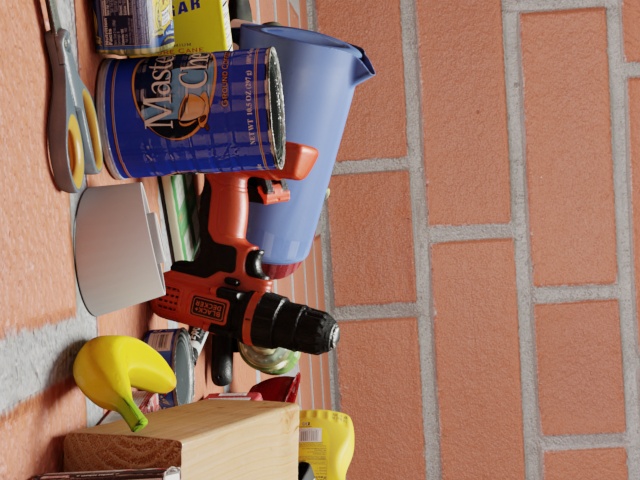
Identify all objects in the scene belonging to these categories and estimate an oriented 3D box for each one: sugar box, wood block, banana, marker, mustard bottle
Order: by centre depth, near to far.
[{"bbox_3d":[-0.145,0.099,0.783,0.069,0.037,0.198,56,1,-1],"label":"banana"},{"bbox_3d":[-0.095,0.174,0.788,0.205,0.090,0.091,4,86,-70],"label":"wood block"},{"bbox_3d":[-0.128,-0.187,0.967,0.048,0.093,0.176,-84,169,-64],"label":"sugar box"},{"bbox_3d":[-0.014,0.269,1.118,0.191,0.096,0.058,-87,171,-46],"label":"mustard bottle"},{"bbox_3d":[-0.133,0.107,1.144,0.121,0.020,0.020,-80,166,-71],"label":"marker"}]

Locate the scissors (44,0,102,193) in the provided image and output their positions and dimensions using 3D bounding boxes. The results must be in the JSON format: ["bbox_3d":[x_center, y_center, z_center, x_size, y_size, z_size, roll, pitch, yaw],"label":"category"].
[{"bbox_3d":[-0.181,-0.118,0.729,0.096,0.016,0.202,-88,173,-48],"label":"scissors"}]

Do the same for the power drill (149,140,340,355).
[{"bbox_3d":[-0.056,0.001,0.965,0.057,0.184,0.188,6,96,-73],"label":"power drill"}]

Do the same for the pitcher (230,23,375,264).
[{"bbox_3d":[-0.051,-0.106,1.135,0.149,0.144,0.243,38,-61,58],"label":"pitcher"}]

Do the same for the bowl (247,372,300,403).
[{"bbox_3d":[-0.076,0.238,1.367,0.162,0.055,0.162,19,89,-85],"label":"bowl"}]

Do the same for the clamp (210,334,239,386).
[{"bbox_3d":[-0.115,0.065,1.287,0.164,0.036,0.210,-87,175,-74],"label":"clamp"}]

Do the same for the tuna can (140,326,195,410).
[{"bbox_3d":[-0.139,0.122,0.970,0.086,0.034,0.086,-3,90,-86],"label":"tuna can"}]

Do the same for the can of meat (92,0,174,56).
[{"bbox_3d":[-0.154,-0.198,0.879,0.102,0.057,0.084,-75,163,-75],"label":"can of meat"}]

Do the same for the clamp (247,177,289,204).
[{"bbox_3d":[-0.082,-0.103,1.048,0.172,0.039,0.120,42,-39,39],"label":"clamp"}]

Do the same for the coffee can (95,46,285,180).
[{"bbox_3d":[-0.105,-0.106,0.891,0.103,0.140,0.103,-3,90,-85],"label":"coffee can"}]
